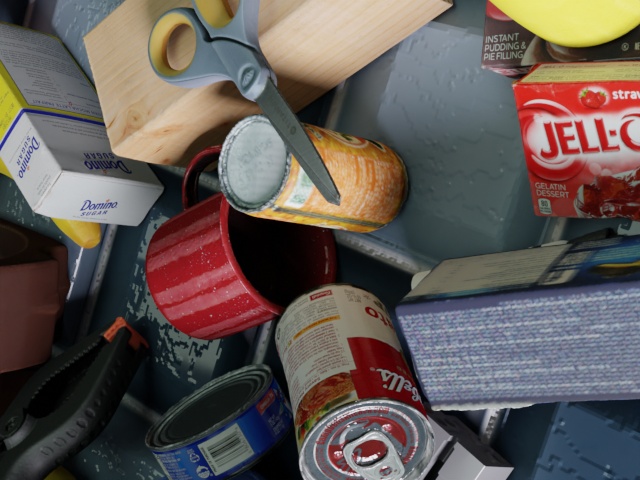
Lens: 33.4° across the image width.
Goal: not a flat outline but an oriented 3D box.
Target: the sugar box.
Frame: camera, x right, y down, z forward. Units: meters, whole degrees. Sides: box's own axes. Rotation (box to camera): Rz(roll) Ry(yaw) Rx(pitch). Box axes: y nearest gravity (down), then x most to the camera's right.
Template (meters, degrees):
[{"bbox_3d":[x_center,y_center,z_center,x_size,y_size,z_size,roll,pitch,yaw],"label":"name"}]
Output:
[{"bbox_3d":[-0.193,-0.086,0.758,0.048,0.093,0.176,-49,58,24],"label":"sugar box"}]

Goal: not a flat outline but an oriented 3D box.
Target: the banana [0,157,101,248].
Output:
[{"bbox_3d":[-0.229,-0.050,0.822,0.198,0.037,0.070,18,111,39],"label":"banana"}]

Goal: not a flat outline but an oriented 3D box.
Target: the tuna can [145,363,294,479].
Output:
[{"bbox_3d":[-0.059,0.111,0.636,0.086,0.086,0.034,-20,104,35],"label":"tuna can"}]

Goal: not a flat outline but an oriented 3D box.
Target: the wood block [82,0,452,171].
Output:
[{"bbox_3d":[-0.037,-0.132,0.642,0.206,0.090,0.091,-31,67,33],"label":"wood block"}]

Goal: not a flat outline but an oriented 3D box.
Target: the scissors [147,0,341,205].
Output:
[{"bbox_3d":[-0.047,-0.078,0.560,0.096,0.016,0.202,-39,55,34],"label":"scissors"}]

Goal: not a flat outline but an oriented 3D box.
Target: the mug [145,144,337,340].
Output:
[{"bbox_3d":[-0.054,0.001,0.641,0.082,0.093,0.117,-23,82,39],"label":"mug"}]

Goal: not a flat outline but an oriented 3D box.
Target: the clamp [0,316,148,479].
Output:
[{"bbox_3d":[-0.203,0.135,0.719,0.165,0.036,0.209,11,56,52],"label":"clamp"}]

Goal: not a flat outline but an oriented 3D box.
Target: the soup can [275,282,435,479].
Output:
[{"bbox_3d":[0.015,0.077,0.561,0.069,0.068,0.102,-53,27,21],"label":"soup can"}]
